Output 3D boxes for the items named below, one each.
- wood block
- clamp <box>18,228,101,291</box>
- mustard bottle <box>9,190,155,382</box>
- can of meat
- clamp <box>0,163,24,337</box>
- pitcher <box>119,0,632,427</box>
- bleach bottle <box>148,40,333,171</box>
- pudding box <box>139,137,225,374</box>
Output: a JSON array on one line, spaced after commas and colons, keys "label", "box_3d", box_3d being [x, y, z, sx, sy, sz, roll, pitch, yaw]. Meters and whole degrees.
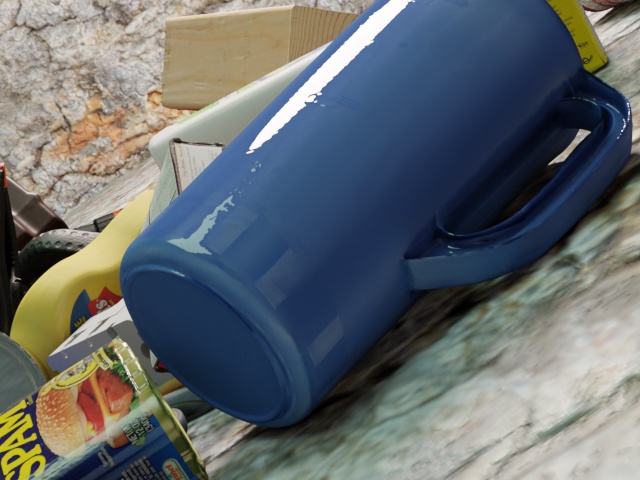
[{"label": "wood block", "box_3d": [-0.055, -0.161, 0.981, 0.090, 0.090, 0.206, 0, 7, -39]}, {"label": "clamp", "box_3d": [-0.224, 0.037, 0.886, 0.172, 0.120, 0.039, -9, 54, 22]}, {"label": "mustard bottle", "box_3d": [-0.164, 0.051, 0.767, 0.058, 0.096, 0.191, 21, 47, 29]}, {"label": "can of meat", "box_3d": [-0.106, 0.098, 0.488, 0.084, 0.057, 0.102, -33, 27, -10]}, {"label": "clamp", "box_3d": [-0.240, 0.050, 0.787, 0.036, 0.210, 0.164, -3, 17, -8]}, {"label": "pitcher", "box_3d": [0.028, -0.024, 0.517, 0.242, 0.145, 0.149, -46, 5, -33]}, {"label": "bleach bottle", "box_3d": [-0.003, -0.111, 0.787, 0.251, 0.068, 0.102, -31, 7, 1]}, {"label": "pudding box", "box_3d": [-0.077, 0.009, 0.628, 0.113, 0.039, 0.090, -108, 33, -43]}]
